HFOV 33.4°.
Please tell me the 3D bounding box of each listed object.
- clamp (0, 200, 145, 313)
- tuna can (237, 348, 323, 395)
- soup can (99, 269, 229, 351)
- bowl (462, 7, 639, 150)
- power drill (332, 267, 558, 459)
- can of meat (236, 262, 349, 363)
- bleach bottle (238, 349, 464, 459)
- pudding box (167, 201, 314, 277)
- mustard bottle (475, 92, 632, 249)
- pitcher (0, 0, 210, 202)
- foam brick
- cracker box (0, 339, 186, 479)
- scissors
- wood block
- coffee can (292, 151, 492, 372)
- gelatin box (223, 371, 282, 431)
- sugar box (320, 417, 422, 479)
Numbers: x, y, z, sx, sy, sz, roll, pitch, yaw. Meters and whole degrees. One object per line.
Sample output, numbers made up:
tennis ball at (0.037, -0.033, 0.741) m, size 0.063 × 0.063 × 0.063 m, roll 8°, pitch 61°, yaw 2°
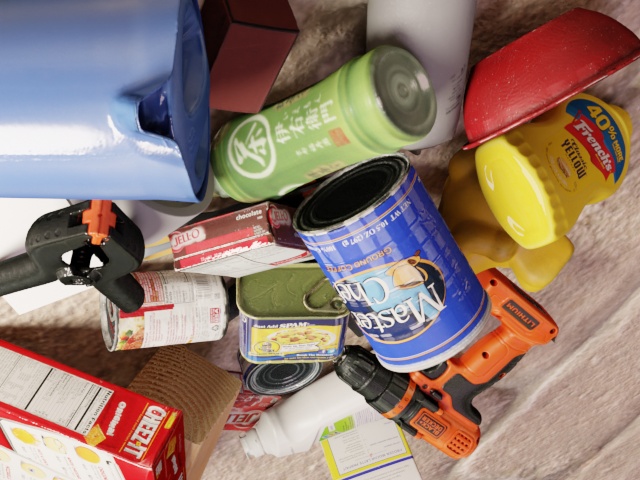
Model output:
clamp at (-0.160, 0.016, 0.748) m, size 0.120 × 0.039 × 0.172 m, roll 6°, pitch 161°, yaw -30°
tuna can at (-0.041, 0.125, 1.107) m, size 0.086 × 0.034 × 0.086 m, roll -13°, pitch 144°, yaw -10°
soup can at (-0.139, 0.059, 0.945) m, size 0.102 × 0.068 × 0.069 m, roll -4°, pitch 142°, yaw -22°
bowl at (0.168, -0.131, 0.812) m, size 0.162 × 0.055 × 0.162 m, roll -29°, pitch -178°, yaw 1°
power drill at (0.129, 0.112, 1.068) m, size 0.184 × 0.057 × 0.188 m, roll 36°, pitch 104°, yaw -21°
can of meat at (-0.024, 0.067, 0.950) m, size 0.102 × 0.057 × 0.084 m, roll 0°, pitch 143°, yaw -5°
bleach bottle at (0.031, 0.168, 1.145) m, size 0.250 × 0.068 × 0.102 m, roll -23°, pitch 152°, yaw -5°
pudding box at (-0.055, 0.001, 0.855) m, size 0.090 × 0.039 × 0.113 m, roll -14°, pitch 169°, yaw 21°
mustard bottle at (0.211, -0.072, 0.898) m, size 0.191 × 0.096 × 0.058 m, roll -32°, pitch -176°, yaw -42°
pitcher at (-0.189, -0.088, 0.659) m, size 0.243 × 0.145 × 0.149 m, roll -2°, pitch 153°, yaw 2°
foam brick at (-0.057, -0.134, 0.741) m, size 0.051 × 0.053 × 0.078 m, roll 3°, pitch 139°, yaw -29°
cracker box at (-0.230, 0.180, 0.969) m, size 0.214 × 0.072 × 0.164 m, roll 19°, pitch 142°, yaw 10°
scissors at (-0.076, -0.023, 0.864) m, size 0.202 × 0.016 × 0.096 m, roll -23°, pitch 169°, yaw 25°
wood block at (-0.160, 0.207, 1.084) m, size 0.090 × 0.090 × 0.206 m, roll 30°, pitch 135°, yaw 6°
coffee can at (0.057, 0.017, 0.830) m, size 0.103 × 0.103 × 0.140 m, roll -28°, pitch 112°, yaw 11°
gelatin box at (-0.097, 0.175, 1.149) m, size 0.089 × 0.030 × 0.073 m, roll 12°, pitch 134°, yaw -36°
sugar box at (0.054, 0.241, 1.182) m, size 0.093 × 0.176 × 0.048 m, roll -18°, pitch 144°, yaw -4°
